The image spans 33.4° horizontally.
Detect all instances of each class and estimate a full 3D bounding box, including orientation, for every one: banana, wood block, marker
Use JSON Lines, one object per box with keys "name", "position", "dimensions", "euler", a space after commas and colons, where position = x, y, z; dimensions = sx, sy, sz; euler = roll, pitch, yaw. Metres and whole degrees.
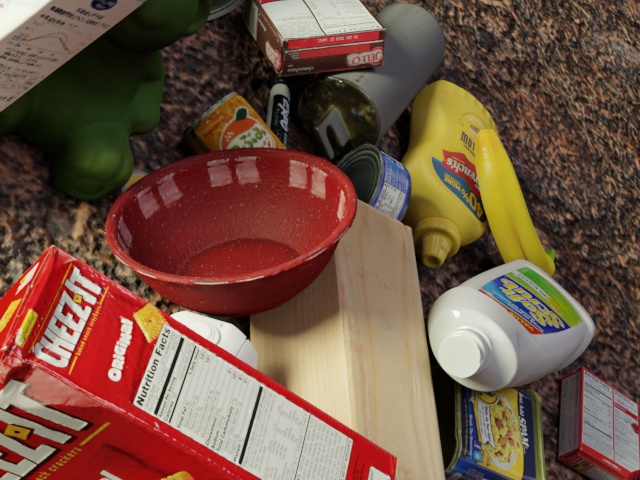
{"name": "banana", "position": [0.171, -0.013, 0.940], "dimensions": [0.197, 0.037, 0.069], "euler": [54, 26, -46]}
{"name": "wood block", "position": [0.014, 0.082, 0.725], "dimensions": [0.090, 0.091, 0.206], "euler": [26, 46, -38]}
{"name": "marker", "position": [-0.035, -0.100, 0.870], "dimensions": [0.020, 0.020, 0.121], "euler": [27, 47, -26]}

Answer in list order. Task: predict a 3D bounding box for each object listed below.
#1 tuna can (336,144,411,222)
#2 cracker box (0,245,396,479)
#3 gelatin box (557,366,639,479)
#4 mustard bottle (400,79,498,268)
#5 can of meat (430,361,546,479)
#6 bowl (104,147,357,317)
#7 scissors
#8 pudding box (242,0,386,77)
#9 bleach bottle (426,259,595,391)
{"name": "tuna can", "position": [0.032, -0.030, 0.831], "dimensions": [0.033, 0.086, 0.086], "euler": [29, 46, -27]}
{"name": "cracker box", "position": [-0.095, 0.119, 0.551], "dimensions": [0.213, 0.164, 0.072], "euler": [34, 42, -20]}
{"name": "gelatin box", "position": [0.242, 0.165, 0.927], "dimensions": [0.073, 0.030, 0.089], "euler": [32, 44, -19]}
{"name": "mustard bottle", "position": [0.110, -0.050, 0.936], "dimensions": [0.096, 0.058, 0.191], "euler": [44, 41, -27]}
{"name": "can of meat", "position": [0.118, 0.148, 0.806], "dimensions": [0.083, 0.058, 0.102], "euler": [26, 46, -24]}
{"name": "bowl", "position": [-0.055, 0.001, 0.691], "dimensions": [0.162, 0.162, 0.055], "euler": [-54, 146, -48]}
{"name": "scissors", "position": [-0.095, 0.028, 0.728], "dimensions": [0.096, 0.016, 0.202], "euler": [15, 53, -33]}
{"name": "pudding box", "position": [-0.007, -0.179, 0.882], "dimensions": [0.090, 0.039, 0.113], "euler": [-8, 40, -18]}
{"name": "bleach bottle", "position": [0.141, 0.072, 0.805], "dimensions": [0.102, 0.068, 0.250], "euler": [46, 18, 12]}
